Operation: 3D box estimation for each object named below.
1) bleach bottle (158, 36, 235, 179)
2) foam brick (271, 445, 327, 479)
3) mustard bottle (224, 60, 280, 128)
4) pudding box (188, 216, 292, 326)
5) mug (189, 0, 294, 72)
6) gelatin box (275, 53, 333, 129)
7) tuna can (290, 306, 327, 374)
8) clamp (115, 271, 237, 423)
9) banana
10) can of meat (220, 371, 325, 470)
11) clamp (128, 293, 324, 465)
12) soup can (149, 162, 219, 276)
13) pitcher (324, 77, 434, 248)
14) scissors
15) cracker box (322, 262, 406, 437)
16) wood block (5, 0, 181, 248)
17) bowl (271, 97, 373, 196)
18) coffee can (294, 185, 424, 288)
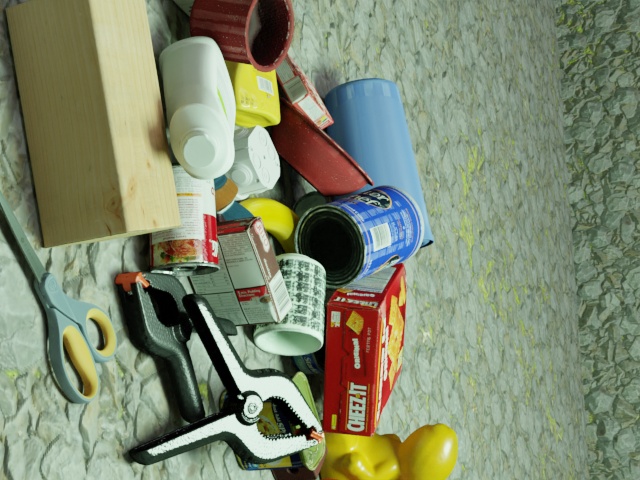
[{"bbox_3d":[-0.117,-0.124,1.018,0.251,0.068,0.102,-106,178,-70],"label":"bleach bottle"},{"bbox_3d":[-0.032,0.229,1.218,0.051,0.053,0.078,-60,135,-56],"label":"foam brick"},{"bbox_3d":[-0.090,-0.233,1.250,0.096,0.058,0.191,12,70,-59],"label":"mustard bottle"},{"bbox_3d":[-0.090,0.035,1.110,0.039,0.090,0.113,-52,130,-56],"label":"pudding box"},{"bbox_3d":[-0.080,-0.238,1.156,0.117,0.082,0.093,-43,138,-45],"label":"mug"},{"bbox_3d":[-0.024,-0.193,1.381,0.073,0.030,0.089,44,15,-52],"label":"gelatin box"},{"bbox_3d":[-0.010,0.124,1.333,0.086,0.034,0.086,-9,90,-67],"label":"tuna can"},{"bbox_3d":[-0.137,0.082,1.044,0.120,0.039,0.171,-69,143,-47],"label":"clamp"},{"bbox_3d":[-0.057,-0.014,1.272,0.197,0.037,0.069,38,47,-58],"label":"banana"},{"bbox_3d":[-0.051,0.197,1.145,0.057,0.084,0.102,-48,125,-61],"label":"can of meat"},{"bbox_3d":[-0.084,0.169,1.033,0.209,0.036,0.164,37,67,-33],"label":"clamp"},{"bbox_3d":[-0.136,-0.019,1.050,0.068,0.069,0.102,18,65,-64],"label":"soup can"},{"bbox_3d":[0.073,-0.096,1.511,0.144,0.149,0.243,4,74,-51],"label":"pitcher"},{"bbox_3d":[-0.219,0.039,0.905,0.096,0.016,0.202,-41,119,-65],"label":"scissors"},{"bbox_3d":[0.058,0.128,1.336,0.213,0.072,0.164,-48,141,-72],"label":"cracker box"},{"bbox_3d":[-0.194,-0.104,0.922,0.090,0.091,0.206,-10,91,-67],"label":"wood block"},{"bbox_3d":[-0.009,-0.105,1.333,0.162,0.055,0.162,43,1,-1],"label":"bowl"},{"bbox_3d":[0.050,-0.007,1.315,0.140,0.103,0.103,-20,100,-53],"label":"coffee can"}]
